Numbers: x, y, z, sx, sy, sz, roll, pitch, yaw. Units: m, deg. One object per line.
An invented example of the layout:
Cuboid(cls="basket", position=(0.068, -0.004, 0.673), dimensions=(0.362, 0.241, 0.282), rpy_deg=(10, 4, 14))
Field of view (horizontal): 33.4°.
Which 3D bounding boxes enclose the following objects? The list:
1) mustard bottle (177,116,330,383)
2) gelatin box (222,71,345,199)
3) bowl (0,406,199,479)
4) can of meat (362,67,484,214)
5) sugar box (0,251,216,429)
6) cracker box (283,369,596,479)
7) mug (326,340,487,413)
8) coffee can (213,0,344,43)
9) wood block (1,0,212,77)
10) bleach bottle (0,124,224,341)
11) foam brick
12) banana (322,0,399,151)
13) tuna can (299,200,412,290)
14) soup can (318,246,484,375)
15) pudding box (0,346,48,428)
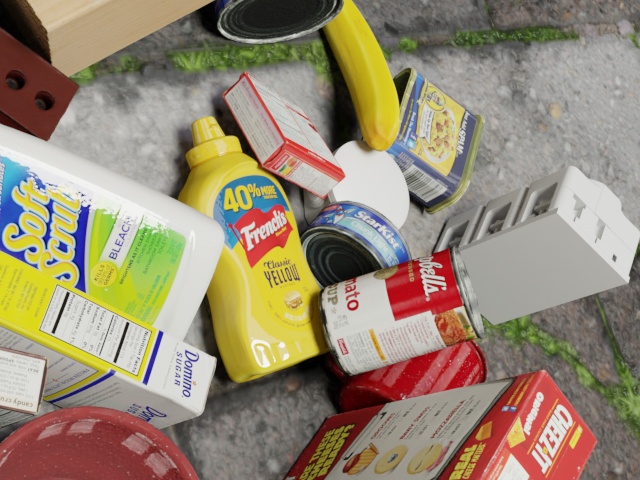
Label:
Cuboid(cls="mustard bottle", position=(-0.055, 0.001, 0.776), dimensions=(0.096, 0.058, 0.191), rpy_deg=(-13, 80, -47))
Cuboid(cls="gelatin box", position=(-0.029, -0.079, 0.813), dimensions=(0.073, 0.030, 0.089), rpy_deg=(26, 25, -48))
Cuboid(cls="bowl", position=(-0.145, 0.183, 0.634), dimensions=(0.161, 0.055, 0.162), rpy_deg=(15, 64, -33))
Cuboid(cls="can of meat", position=(0.087, -0.088, 0.926), dimensions=(0.083, 0.058, 0.102), rpy_deg=(33, 54, -21))
Cuboid(cls="sugar box", position=(-0.161, 0.062, 0.645), dimensions=(0.176, 0.094, 0.048), rpy_deg=(29, 57, -28))
Cuboid(cls="cracker box", position=(0.050, 0.176, 0.685), dimensions=(0.072, 0.214, 0.164), rpy_deg=(51, 50, -13))
Cuboid(cls="mug", position=(0.058, 0.103, 0.812), dimensions=(0.117, 0.093, 0.081), rpy_deg=(34, 55, 10))
Cuboid(cls="coffee can", position=(-0.045, -0.243, 0.851), dimensions=(0.102, 0.103, 0.140), rpy_deg=(-2, 74, -39))
Cuboid(cls="wood block", position=(-0.116, -0.205, 0.727), dimensions=(0.206, 0.091, 0.090), rpy_deg=(-32, 83, -15))
Cuboid(cls="bleach bottle", position=(-0.188, -0.014, 0.654), dimensions=(0.250, 0.068, 0.102), rpy_deg=(23, 92, -29))
Cuboid(cls="foam brick", position=(-0.208, -0.095, 0.697), dimensions=(0.078, 0.051, 0.053), rpy_deg=(36, 54, -22))
Cuboid(cls="banana", position=(0.030, -0.146, 0.893), dimensions=(0.069, 0.037, 0.198), rpy_deg=(16, 45, -50))
Cuboid(cls="tuna can", position=(0.025, 0.014, 0.816), dimensions=(0.086, 0.086, 0.033), rpy_deg=(50, 51, -11))
Cuboid(cls="soup can", position=(0.057, 0.051, 0.756), dimensions=(0.068, 0.102, 0.068), rpy_deg=(-18, 90, -77))
Cuboid(cls="pudding box", position=(-0.221, 0.077, 0.592), dimensions=(0.113, 0.090, 0.039), rpy_deg=(17, 63, -32))
